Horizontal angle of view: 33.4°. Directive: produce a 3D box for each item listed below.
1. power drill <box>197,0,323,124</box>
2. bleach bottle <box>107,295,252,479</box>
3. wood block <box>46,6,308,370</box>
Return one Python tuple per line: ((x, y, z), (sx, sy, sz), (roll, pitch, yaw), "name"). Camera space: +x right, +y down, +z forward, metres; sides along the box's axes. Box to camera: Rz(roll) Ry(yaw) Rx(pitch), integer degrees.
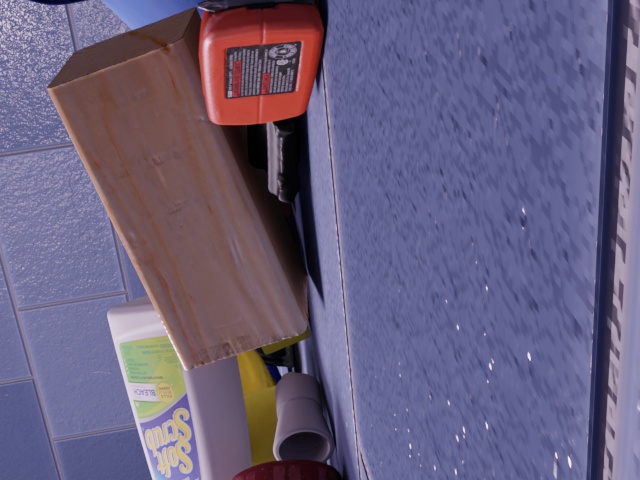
((-0.044, -0.158, 0.545), (0.184, 0.057, 0.187), (100, 160, -72), "power drill")
((-0.093, 0.165, 0.837), (0.067, 0.103, 0.251), (-19, -82, -50), "bleach bottle")
((-0.085, -0.033, 0.696), (0.091, 0.090, 0.206), (-91, -19, -66), "wood block")
